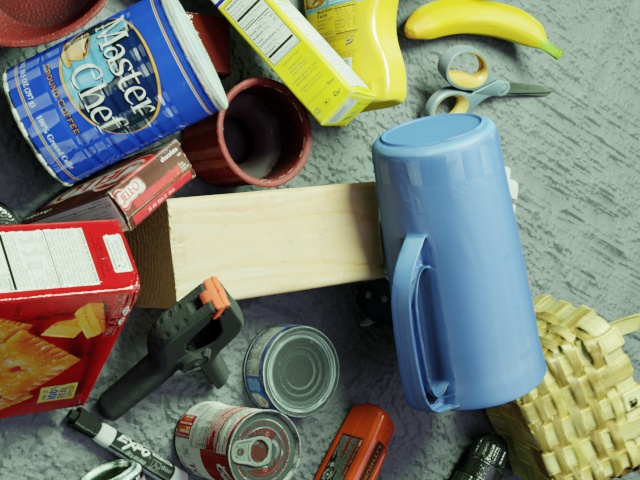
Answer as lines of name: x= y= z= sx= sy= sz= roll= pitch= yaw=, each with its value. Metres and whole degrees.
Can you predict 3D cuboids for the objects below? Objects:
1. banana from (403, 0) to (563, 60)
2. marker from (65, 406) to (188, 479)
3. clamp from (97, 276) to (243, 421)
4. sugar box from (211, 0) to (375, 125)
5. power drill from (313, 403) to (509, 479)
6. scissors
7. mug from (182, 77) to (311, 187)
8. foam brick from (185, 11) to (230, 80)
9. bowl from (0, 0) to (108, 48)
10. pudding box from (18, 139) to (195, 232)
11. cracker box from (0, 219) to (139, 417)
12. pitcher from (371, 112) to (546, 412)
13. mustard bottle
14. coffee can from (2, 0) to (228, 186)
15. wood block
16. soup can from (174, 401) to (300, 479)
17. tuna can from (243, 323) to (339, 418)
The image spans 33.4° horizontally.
banana: x=0.161 y=-0.224 z=1.101 sx=0.197 sy=0.070 sz=0.037 roll=0 pitch=124 yaw=-27
marker: x=-0.161 y=0.174 z=0.890 sx=0.121 sy=0.020 sz=0.020 roll=39 pitch=68 yaw=-26
clamp: x=-0.117 y=0.091 z=0.856 sx=0.120 sy=0.172 sz=0.039 roll=-23 pitch=63 yaw=-29
sugar box: x=-0.033 y=-0.175 z=0.916 sx=0.048 sy=0.093 sz=0.176 roll=-45 pitch=83 yaw=13
power drill: x=0.093 y=0.236 z=1.033 sx=0.187 sy=0.057 sz=0.184 roll=39 pitch=67 yaw=-26
scissors: x=0.174 y=-0.147 z=1.125 sx=0.201 sy=0.016 sz=0.096 roll=17 pitch=110 yaw=-51
mug: x=-0.076 y=-0.096 z=0.923 sx=0.117 sy=0.082 sz=0.093 roll=39 pitch=67 yaw=-26
foam brick: x=-0.122 y=-0.165 z=0.913 sx=0.078 sy=0.053 sz=0.051 roll=1 pitch=87 yaw=-33
bowl: x=-0.222 y=-0.216 z=0.823 sx=0.162 sy=0.055 sz=0.162 roll=0 pitch=80 yaw=2
pudding box: x=-0.165 y=-0.032 z=0.829 sx=0.039 sy=0.114 sz=0.089 roll=60 pitch=40 yaw=-15
cracker box: x=-0.252 y=0.066 z=0.747 sx=0.213 sy=0.164 sz=0.072 roll=-5 pitch=55 yaw=-34
pitcher: x=0.112 y=0.021 z=0.930 sx=0.145 sy=0.149 sz=0.243 roll=-15 pitch=109 yaw=-6
mustard bottle: x=0.029 y=-0.216 z=0.990 sx=0.058 sy=0.096 sz=0.191 roll=-2 pitch=88 yaw=-48
coffee can: x=-0.156 y=-0.117 z=0.822 sx=0.140 sy=0.103 sz=0.103 roll=-26 pitch=104 yaw=4
wood block: x=-0.056 y=0.002 z=0.926 sx=0.205 sy=0.091 sz=0.090 roll=-7 pitch=92 yaw=-34
soup can: x=-0.072 y=0.172 z=0.900 sx=0.068 sy=0.102 sz=0.068 roll=2 pitch=86 yaw=-34
tuna can: x=-0.026 y=0.119 z=0.974 sx=0.085 sy=0.034 sz=0.086 roll=2 pitch=87 yaw=-34
